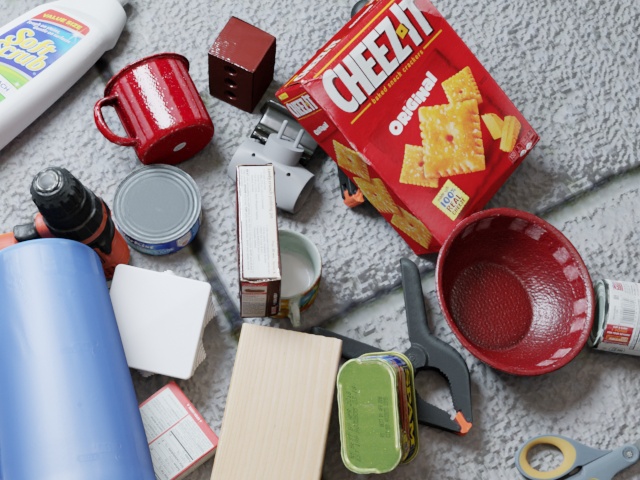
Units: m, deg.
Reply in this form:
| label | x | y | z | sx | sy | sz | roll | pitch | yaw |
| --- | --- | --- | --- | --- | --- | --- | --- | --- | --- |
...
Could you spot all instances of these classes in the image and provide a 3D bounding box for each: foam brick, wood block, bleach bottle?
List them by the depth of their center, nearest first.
| label | x | y | z | sx | sy | sz | roll | pitch | yaw |
| --- | --- | --- | --- | --- | --- | --- | --- | --- | --- |
| wood block | -0.042 | 0.187 | 0.919 | 0.091 | 0.090 | 0.206 | 9 | 66 | 1 |
| foam brick | -0.080 | -0.178 | 1.089 | 0.053 | 0.078 | 0.051 | 26 | 65 | 8 |
| bleach bottle | -0.294 | -0.191 | 1.094 | 0.102 | 0.068 | 0.250 | 37 | 67 | 12 |

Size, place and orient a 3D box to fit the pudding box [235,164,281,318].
| label | x | y | z | sx | sy | sz | roll | pitch | yaw |
| --- | --- | --- | --- | --- | --- | --- | --- | --- | --- |
| pudding box | -0.056 | 0.001 | 0.943 | 0.039 | 0.090 | 0.113 | -4 | 66 | -5 |

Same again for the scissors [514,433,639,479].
| label | x | y | z | sx | sy | sz | roll | pitch | yaw |
| --- | --- | --- | --- | --- | --- | --- | --- | --- | --- |
| scissors | 0.262 | 0.186 | 0.976 | 0.201 | 0.016 | 0.096 | -36 | 72 | -17 |

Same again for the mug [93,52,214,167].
| label | x | y | z | sx | sy | sz | roll | pitch | yaw |
| --- | --- | --- | --- | --- | --- | --- | --- | --- | --- |
| mug | -0.165 | -0.123 | 1.049 | 0.117 | 0.093 | 0.081 | -15 | 70 | -36 |

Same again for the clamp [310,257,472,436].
| label | x | y | z | sx | sy | sz | roll | pitch | yaw |
| --- | --- | --- | --- | --- | --- | --- | --- | --- | --- |
| clamp | 0.088 | 0.101 | 0.989 | 0.171 | 0.039 | 0.120 | 43 | 88 | 11 |

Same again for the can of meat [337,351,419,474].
| label | x | y | z | sx | sy | sz | roll | pitch | yaw |
| --- | --- | --- | --- | --- | --- | --- | --- | --- | --- |
| can of meat | 0.049 | 0.149 | 0.926 | 0.057 | 0.084 | 0.102 | -5 | 84 | 13 |

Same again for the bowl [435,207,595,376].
| label | x | y | z | sx | sy | sz | roll | pitch | yaw |
| --- | --- | --- | --- | --- | --- | --- | --- | --- | --- |
| bowl | 0.172 | 0.054 | 0.998 | 0.162 | 0.055 | 0.162 | 6 | 68 | -16 |

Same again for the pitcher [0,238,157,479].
| label | x | y | z | sx | sy | sz | roll | pitch | yaw |
| --- | --- | --- | --- | --- | --- | --- | --- | --- | --- |
| pitcher | -0.223 | 0.124 | 0.867 | 0.145 | 0.149 | 0.243 | -20 | 63 | 5 |

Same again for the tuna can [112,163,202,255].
| label | x | y | z | sx | sy | sz | roll | pitch | yaw |
| --- | --- | --- | --- | --- | --- | --- | --- | --- | --- |
| tuna can | -0.158 | -0.029 | 1.041 | 0.086 | 0.034 | 0.086 | 1 | 66 | -3 |

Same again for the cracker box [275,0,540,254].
| label | x | y | z | sx | sy | sz | roll | pitch | yaw |
| --- | --- | --- | --- | --- | --- | --- | --- | --- | --- |
| cracker box | 0.090 | -0.118 | 1.027 | 0.213 | 0.072 | 0.164 | 48 | 70 | -14 |

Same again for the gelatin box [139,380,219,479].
| label | x | y | z | sx | sy | sz | roll | pitch | yaw |
| --- | --- | --- | --- | --- | --- | --- | --- | --- | --- |
| gelatin box | -0.144 | 0.181 | 0.949 | 0.089 | 0.030 | 0.073 | -36 | 74 | -17 |

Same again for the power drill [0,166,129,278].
| label | x | y | z | sx | sy | sz | roll | pitch | yaw |
| --- | --- | --- | --- | --- | --- | --- | --- | --- | --- |
| power drill | -0.279 | -0.003 | 0.953 | 0.187 | 0.184 | 0.057 | -8 | 66 | 4 |
